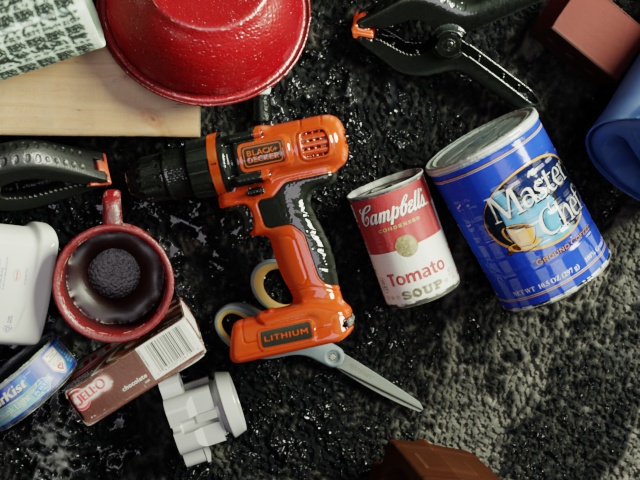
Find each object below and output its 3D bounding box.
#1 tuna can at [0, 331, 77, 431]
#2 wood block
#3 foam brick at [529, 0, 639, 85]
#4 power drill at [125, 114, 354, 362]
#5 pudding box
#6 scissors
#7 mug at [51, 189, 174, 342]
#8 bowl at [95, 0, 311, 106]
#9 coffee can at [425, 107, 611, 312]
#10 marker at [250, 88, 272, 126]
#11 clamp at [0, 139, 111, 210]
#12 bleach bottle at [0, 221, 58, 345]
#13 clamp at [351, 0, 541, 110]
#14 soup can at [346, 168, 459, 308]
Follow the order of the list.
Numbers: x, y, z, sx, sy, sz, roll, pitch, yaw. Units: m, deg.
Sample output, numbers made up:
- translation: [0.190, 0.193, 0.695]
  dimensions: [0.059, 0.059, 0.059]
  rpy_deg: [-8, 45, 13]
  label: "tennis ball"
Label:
- translation: [-0.238, 0.114, 0.860]
  dimensions: [0.086, 0.086, 0.033]
  rpy_deg: [-39, 102, -3]
  label: "tuna can"
- translation: [-0.199, -0.127, 0.835]
  dimensions: [0.206, 0.091, 0.090]
  rpy_deg: [0, 96, -8]
  label: "wood block"
- translation: [0.229, -0.177, 0.913]
  dimensions: [0.078, 0.053, 0.051]
  rpy_deg: [36, 90, -10]
  label: "foam brick"
- translation: [-0.056, 0.001, 0.873]
  dimensions: [0.184, 0.057, 0.187]
  rpy_deg: [-11, 94, 7]
  label: "power drill"
- translation: [-0.151, 0.096, 0.869]
  dimensions: [0.113, 0.090, 0.039]
  rpy_deg: [-30, 102, -5]
  label: "pudding box"
- translation: [0.009, 0.080, 0.928]
  dimensions: [0.201, 0.016, 0.096]
  rpy_deg: [16, 94, -10]
  label: "scissors"
- translation: [-0.167, 0.017, 0.861]
  dimensions: [0.093, 0.081, 0.117]
  rpy_deg: [-5, 97, -8]
  label: "mug"
- translation: [-0.083, -0.183, 0.780]
  dimensions: [0.162, 0.055, 0.162]
  rpy_deg: [2, 74, -8]
  label: "bowl"
- translation: [0.166, -0.026, 0.896]
  dimensions: [0.103, 0.103, 0.140]
  rpy_deg: [-31, 100, -4]
  label: "coffee can"
- translation: [-0.050, -0.155, 0.890]
  dimensions: [0.020, 0.020, 0.121]
  rpy_deg: [-2, 97, -9]
  label: "marker"
- translation: [-0.273, -0.043, 0.834]
  dimensions: [0.209, 0.165, 0.036]
  rpy_deg: [-5, 71, -29]
  label: "clamp"
- translation: [-0.333, 0.022, 0.805]
  dimensions: [0.250, 0.068, 0.102]
  rpy_deg: [8, 97, -29]
  label: "bleach bottle"
- translation: [0.113, -0.162, 0.891]
  dimensions: [0.171, 0.039, 0.120]
  rpy_deg: [1, 120, 11]
  label: "clamp"
- translation: [0.071, -0.002, 0.902]
  dimensions: [0.068, 0.068, 0.102]
  rpy_deg: [-21, 100, -6]
  label: "soup can"
